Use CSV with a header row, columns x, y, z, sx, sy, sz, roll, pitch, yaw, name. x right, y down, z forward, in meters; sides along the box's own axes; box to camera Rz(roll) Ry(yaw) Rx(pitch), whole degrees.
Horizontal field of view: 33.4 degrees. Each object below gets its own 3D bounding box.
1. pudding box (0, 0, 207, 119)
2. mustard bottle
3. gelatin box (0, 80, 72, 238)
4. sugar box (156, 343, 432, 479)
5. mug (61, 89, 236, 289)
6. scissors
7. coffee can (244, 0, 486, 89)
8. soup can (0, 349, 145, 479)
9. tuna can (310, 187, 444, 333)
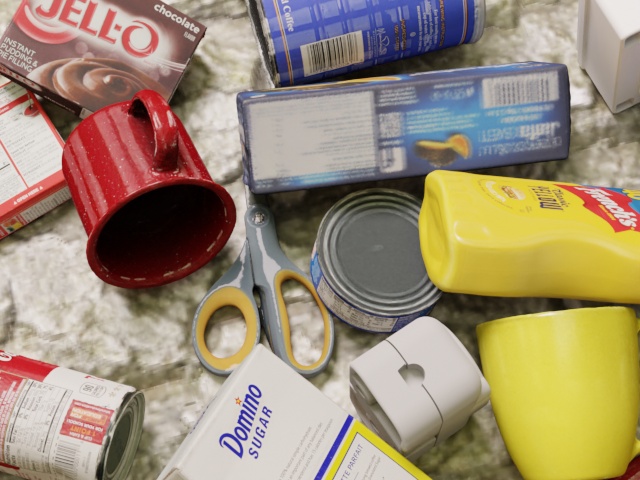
x,y,z,sx,sy,sz,roll,pitch,yaw,name
-0.144,-0.126,0.696,0.113,0.039,0.090,29,77,-15,pudding box
0.157,0.000,0.612,0.191,0.058,0.096,4,24,-6,mustard bottle
-0.205,-0.055,0.699,0.073,0.030,0.089,-32,70,-9,gelatin box
0.008,0.144,0.549,0.176,0.048,0.093,38,45,-2,sugar box
-0.106,-0.039,0.642,0.093,0.117,0.081,-12,52,-24,mug
-0.054,0.001,0.679,0.096,0.016,0.202,-21,69,-7,scissors
0.024,-0.162,0.695,0.140,0.103,0.103,-15,68,-4,coffee can
-0.160,0.105,0.613,0.102,0.068,0.068,14,69,7,soup can
0.037,0.013,0.653,0.086,0.034,0.086,4,63,-8,tuna can
